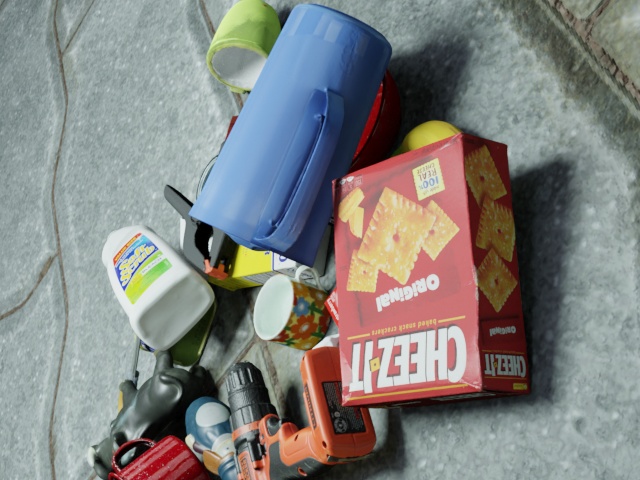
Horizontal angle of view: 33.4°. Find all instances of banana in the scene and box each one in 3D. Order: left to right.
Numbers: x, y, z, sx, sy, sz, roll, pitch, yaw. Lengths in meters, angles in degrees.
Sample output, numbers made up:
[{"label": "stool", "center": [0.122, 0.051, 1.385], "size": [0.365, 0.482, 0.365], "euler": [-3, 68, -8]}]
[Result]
[{"label": "banana", "center": [0.126, -0.065, 0.999], "size": [0.198, 0.037, 0.070], "euler": [-127, 44, -54]}]

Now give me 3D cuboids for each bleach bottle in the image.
[{"label": "bleach bottle", "center": [-0.219, 0.042, 1.311], "size": [0.102, 0.068, 0.251], "euler": [-44, 32, -8]}]

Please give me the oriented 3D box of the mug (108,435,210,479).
[{"label": "mug", "center": [-0.183, 0.265, 1.188], "size": [0.117, 0.081, 0.093], "euler": [36, 148, 31]}]

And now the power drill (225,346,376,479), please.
[{"label": "power drill", "center": [-0.028, 0.174, 1.029], "size": [0.188, 0.057, 0.184], "euler": [-48, 52, 48]}]

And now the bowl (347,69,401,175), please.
[{"label": "bowl", "center": [0.036, -0.126, 1.140], "size": [0.162, 0.055, 0.162], "euler": [-31, 49, 44]}]

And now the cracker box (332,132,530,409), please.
[{"label": "cracker box", "center": [0.088, 0.032, 0.922], "size": [0.165, 0.071, 0.214], "euler": [-16, 71, 47]}]

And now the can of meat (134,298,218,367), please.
[{"label": "can of meat", "center": [-0.179, 0.101, 1.331], "size": [0.084, 0.057, 0.102], "euler": [15, 85, 56]}]

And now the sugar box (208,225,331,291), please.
[{"label": "sugar box", "center": [-0.058, 0.001, 1.218], "size": [0.177, 0.048, 0.093], "euler": [-15, 61, 53]}]

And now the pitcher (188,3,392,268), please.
[{"label": "pitcher", "center": [-0.019, -0.102, 1.042], "size": [0.149, 0.144, 0.243], "euler": [24, 90, 27]}]

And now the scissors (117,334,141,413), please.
[{"label": "scissors", "center": [-0.244, 0.174, 1.367], "size": [0.096, 0.016, 0.202], "euler": [-130, 46, -65]}]

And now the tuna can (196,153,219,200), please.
[{"label": "tuna can", "center": [-0.123, -0.068, 1.361], "size": [0.086, 0.033, 0.086], "euler": [-32, 48, 44]}]

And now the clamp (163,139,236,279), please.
[{"label": "clamp", "center": [-0.141, -0.026, 1.265], "size": [0.120, 0.039, 0.171], "euler": [-29, 50, 38]}]
